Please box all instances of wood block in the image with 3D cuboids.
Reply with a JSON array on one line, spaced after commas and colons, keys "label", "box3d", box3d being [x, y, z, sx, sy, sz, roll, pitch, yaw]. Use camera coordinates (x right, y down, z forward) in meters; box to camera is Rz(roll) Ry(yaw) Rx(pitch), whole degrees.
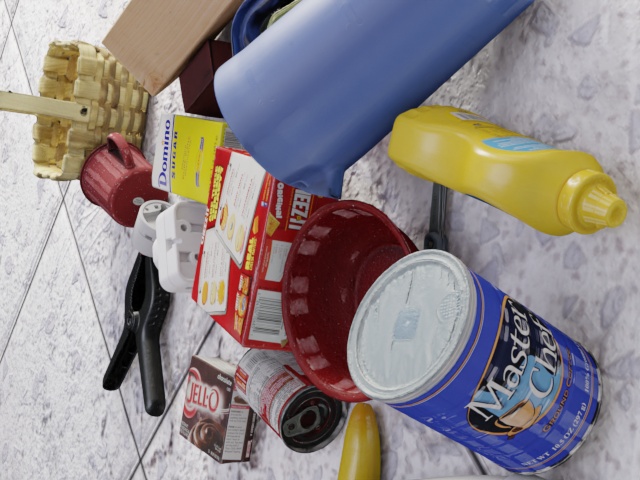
[{"label": "wood block", "box3d": [-0.148, -0.263, 1.186, 0.091, 0.090, 0.206, 46, 140, -6]}]

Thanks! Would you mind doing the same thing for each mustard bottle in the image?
[{"label": "mustard bottle", "box3d": [0.135, -0.046, 0.733, 0.192, 0.096, 0.058, 32, 111, 54]}]

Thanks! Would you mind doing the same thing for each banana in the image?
[{"label": "banana", "box3d": [0.017, 0.239, 0.926, 0.070, 0.037, 0.198, 44, 121, 50]}]

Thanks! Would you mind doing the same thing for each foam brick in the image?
[{"label": "foam brick", "box3d": [-0.116, -0.178, 1.187, 0.078, 0.051, 0.053, -37, 56, 49]}]

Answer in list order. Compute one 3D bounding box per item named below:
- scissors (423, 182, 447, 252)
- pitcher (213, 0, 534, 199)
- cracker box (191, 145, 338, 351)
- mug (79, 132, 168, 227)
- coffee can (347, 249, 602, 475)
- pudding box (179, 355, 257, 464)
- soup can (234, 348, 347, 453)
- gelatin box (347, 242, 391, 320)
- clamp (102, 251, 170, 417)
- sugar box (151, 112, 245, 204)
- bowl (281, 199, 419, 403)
[{"label": "scissors", "box3d": [0.083, 0.016, 0.879, 0.096, 0.016, 0.202, -25, 65, 53]}, {"label": "pitcher", "box3d": [0.038, -0.163, 0.826, 0.243, 0.149, 0.145, -38, 21, 25]}, {"label": "cracker box", "box3d": [-0.057, 0.001, 1.015, 0.214, 0.072, 0.164, -155, 74, -69]}, {"label": "mug", "box3d": [-0.242, -0.077, 1.323, 0.082, 0.093, 0.117, 38, 139, 46]}, {"label": "coffee can", "box3d": [0.102, 0.082, 0.699, 0.103, 0.140, 0.103, -33, 41, 33]}, {"label": "pudding box", "box3d": [-0.107, 0.177, 1.128, 0.114, 0.039, 0.090, 14, 96, 57]}, {"label": "soup can", "box3d": [-0.030, 0.142, 0.987, 0.102, 0.068, 0.068, 34, 114, 55]}, {"label": "gelatin box", "box3d": [0.034, 0.025, 0.941, 0.089, 0.030, 0.073, -63, 40, 30]}, {"label": "clamp", "box3d": [-0.225, 0.106, 1.324, 0.165, 0.036, 0.210, -4, 80, 57]}, {"label": "sugar box", "box3d": [-0.138, -0.093, 1.212, 0.176, 0.048, 0.093, 16, 99, 56]}, {"label": "bowl", "box3d": [0.039, 0.048, 0.861, 0.162, 0.055, 0.162, 0, 90, 49]}]
